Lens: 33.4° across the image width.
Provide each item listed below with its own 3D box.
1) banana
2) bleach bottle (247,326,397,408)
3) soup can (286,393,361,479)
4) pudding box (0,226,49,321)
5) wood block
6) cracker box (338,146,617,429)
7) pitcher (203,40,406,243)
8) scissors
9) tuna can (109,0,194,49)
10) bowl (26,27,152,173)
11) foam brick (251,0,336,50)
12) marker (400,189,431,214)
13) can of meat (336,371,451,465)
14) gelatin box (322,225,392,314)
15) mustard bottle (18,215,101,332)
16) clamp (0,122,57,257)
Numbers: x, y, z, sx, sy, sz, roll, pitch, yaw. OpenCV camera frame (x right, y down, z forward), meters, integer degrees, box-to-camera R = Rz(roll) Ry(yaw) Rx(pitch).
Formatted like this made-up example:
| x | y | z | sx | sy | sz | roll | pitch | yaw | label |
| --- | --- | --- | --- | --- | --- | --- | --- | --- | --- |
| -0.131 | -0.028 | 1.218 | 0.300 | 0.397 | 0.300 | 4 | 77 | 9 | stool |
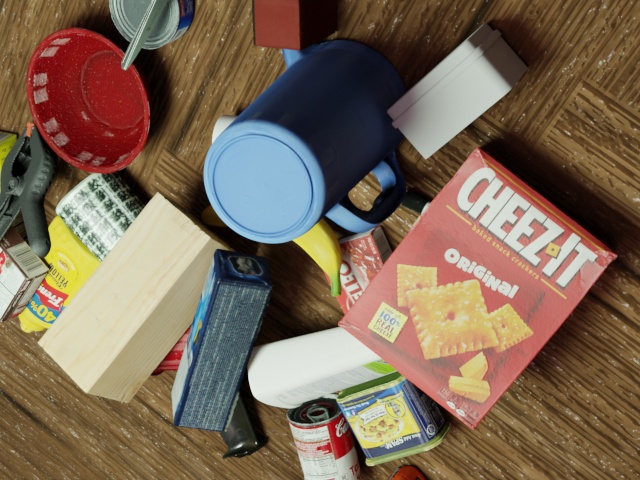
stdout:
| x | y | z | sx | sy | sz | roll | pitch | yaw | label |
| --- | --- | --- | --- | --- | --- | --- | --- | --- | --- |
| -0.046 | -0.013 | 1.126 | 0.198 | 0.037 | 0.069 | 29 | 92 | 32 | banana |
| 0.051 | 0.116 | 1.128 | 0.251 | 0.102 | 0.068 | -19 | 70 | 25 | bleach bottle |
| 0.005 | 0.235 | 1.213 | 0.069 | 0.068 | 0.102 | -2 | 112 | 28 | soup can |
| -0.388 | 0.027 | 1.280 | 0.113 | 0.039 | 0.090 | 48 | 126 | 11 | pudding box |
| -0.193 | 0.063 | 1.155 | 0.090 | 0.090 | 0.206 | 39 | 91 | 25 | wood block |
| 0.146 | 0.044 | 1.002 | 0.164 | 0.072 | 0.214 | 39 | 100 | 6 | cracker box |
| -0.004 | -0.082 | 0.966 | 0.149 | 0.242 | 0.145 | 14 | 117 | 13 | pitcher |
| -0.157 | -0.260 | 1.032 | 0.202 | 0.096 | 0.016 | -48 | 55 | 9 | scissors |
| -0.174 | -0.244 | 1.106 | 0.086 | 0.033 | 0.086 | 11 | 117 | 23 | tuna can |
| -0.241 | -0.158 | 1.167 | 0.162 | 0.055 | 0.162 | 11 | 117 | 23 | bowl |
| -0.025 | -0.216 | 1.015 | 0.053 | 0.078 | 0.051 | 11 | 117 | 25 | foam brick |
| 0.132 | -0.017 | 1.060 | 0.121 | 0.020 | 0.020 | 29 | 123 | 13 | marker |
| 0.077 | 0.188 | 1.161 | 0.102 | 0.057 | 0.084 | -24 | 98 | 33 | can of meat |
| 0.046 | 0.038 | 1.123 | 0.073 | 0.030 | 0.089 | -18 | 103 | 33 | gelatin box |
| -0.320 | 0.053 | 1.304 | 0.096 | 0.058 | 0.192 | 46 | 125 | 4 | mustard bottle |
| -0.332 | -0.051 | 1.213 | 0.120 | 0.039 | 0.171 | 7 | 77 | 31 | clamp |
